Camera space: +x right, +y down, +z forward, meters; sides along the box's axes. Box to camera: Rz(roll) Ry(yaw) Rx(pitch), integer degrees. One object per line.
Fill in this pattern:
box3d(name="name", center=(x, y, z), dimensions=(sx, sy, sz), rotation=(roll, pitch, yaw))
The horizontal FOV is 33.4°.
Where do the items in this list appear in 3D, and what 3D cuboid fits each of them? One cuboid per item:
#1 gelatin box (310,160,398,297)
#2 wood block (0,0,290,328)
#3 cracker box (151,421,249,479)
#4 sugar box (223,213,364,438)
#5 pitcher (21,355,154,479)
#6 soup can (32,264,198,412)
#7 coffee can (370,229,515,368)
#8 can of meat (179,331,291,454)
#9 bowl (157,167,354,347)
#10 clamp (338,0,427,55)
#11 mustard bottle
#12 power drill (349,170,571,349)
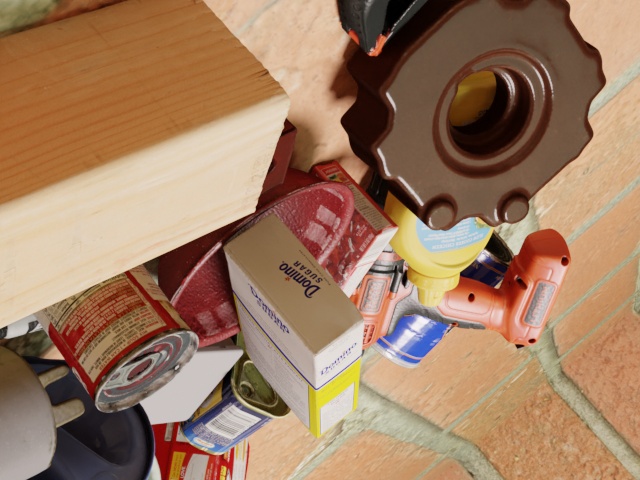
box3d(name="gelatin box", center=(0.007, -0.003, 0.805), dimensions=(0.030, 0.073, 0.089), rotation=(-21, 152, -46))
box3d(name="wood block", center=(-0.127, -0.032, 0.482), dimensions=(0.205, 0.091, 0.090), rotation=(-26, 154, -33))
box3d(name="cracker box", center=(-0.115, 0.239, 0.971), dimensions=(0.072, 0.164, 0.214), rotation=(5, 155, 3))
box3d(name="sugar box", center=(-0.015, 0.062, 0.708), dimensions=(0.048, 0.093, 0.176), rotation=(-35, 160, -18))
box3d(name="pitcher", center=(-0.191, 0.209, 0.693), dimensions=(0.149, 0.145, 0.243), rotation=(-65, 176, -53))
box3d(name="soup can", center=(-0.126, 0.038, 0.611), dimensions=(0.068, 0.102, 0.068), rotation=(-35, 159, -16))
box3d(name="coffee can", center=(0.100, 0.037, 1.008), dimensions=(0.140, 0.103, 0.102), rotation=(-47, 159, 18))
box3d(name="can of meat", center=(-0.068, 0.111, 0.857), dimensions=(0.057, 0.102, 0.084), rotation=(29, 132, -27))
box3d(name="bowl", center=(-0.055, 0.001, 0.729), dimensions=(0.162, 0.055, 0.162), rotation=(-35, 159, -16))
box3d(name="clamp", center=(0.049, -0.169, 0.586), dimensions=(0.120, 0.039, 0.172), rotation=(-16, 149, -44))
box3d(name="mustard bottle", center=(0.094, -0.036, 0.803), dimensions=(0.096, 0.058, 0.192), rotation=(-14, 122, -32))
box3d(name="power drill", center=(0.111, 0.018, 0.905), dimensions=(0.187, 0.057, 0.185), rotation=(8, 123, -12))
